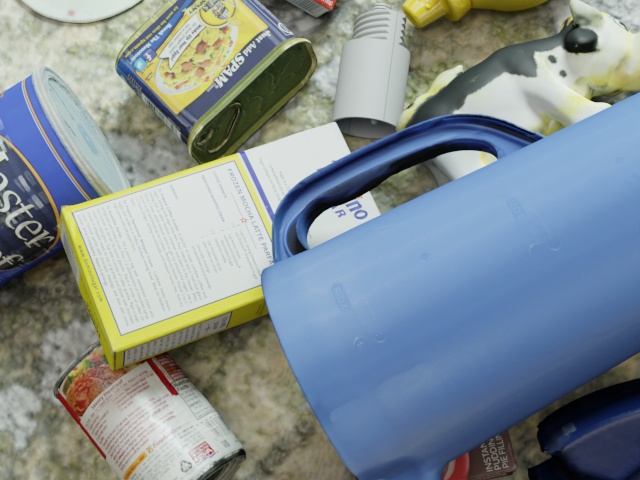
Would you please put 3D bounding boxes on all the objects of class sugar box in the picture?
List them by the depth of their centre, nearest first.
[{"bbox_3d":[-0.054,0.001,0.626,0.176,0.048,0.093,-18,72,-20],"label":"sugar box"}]

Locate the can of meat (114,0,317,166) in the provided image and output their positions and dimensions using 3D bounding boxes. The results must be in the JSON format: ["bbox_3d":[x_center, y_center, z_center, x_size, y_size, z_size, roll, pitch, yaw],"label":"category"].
[{"bbox_3d":[-0.068,-0.111,0.677,0.102,0.057,0.084,-44,72,-2],"label":"can of meat"}]

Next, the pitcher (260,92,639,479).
[{"bbox_3d":[0.097,0.010,0.538,0.243,0.145,0.149,-29,109,5],"label":"pitcher"}]

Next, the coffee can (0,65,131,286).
[{"bbox_3d":[-0.201,-0.028,0.657,0.140,0.102,0.103,-31,75,2],"label":"coffee can"}]

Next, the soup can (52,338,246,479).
[{"bbox_3d":[-0.100,0.108,0.629,0.068,0.068,0.102,-41,75,-1],"label":"soup can"}]
